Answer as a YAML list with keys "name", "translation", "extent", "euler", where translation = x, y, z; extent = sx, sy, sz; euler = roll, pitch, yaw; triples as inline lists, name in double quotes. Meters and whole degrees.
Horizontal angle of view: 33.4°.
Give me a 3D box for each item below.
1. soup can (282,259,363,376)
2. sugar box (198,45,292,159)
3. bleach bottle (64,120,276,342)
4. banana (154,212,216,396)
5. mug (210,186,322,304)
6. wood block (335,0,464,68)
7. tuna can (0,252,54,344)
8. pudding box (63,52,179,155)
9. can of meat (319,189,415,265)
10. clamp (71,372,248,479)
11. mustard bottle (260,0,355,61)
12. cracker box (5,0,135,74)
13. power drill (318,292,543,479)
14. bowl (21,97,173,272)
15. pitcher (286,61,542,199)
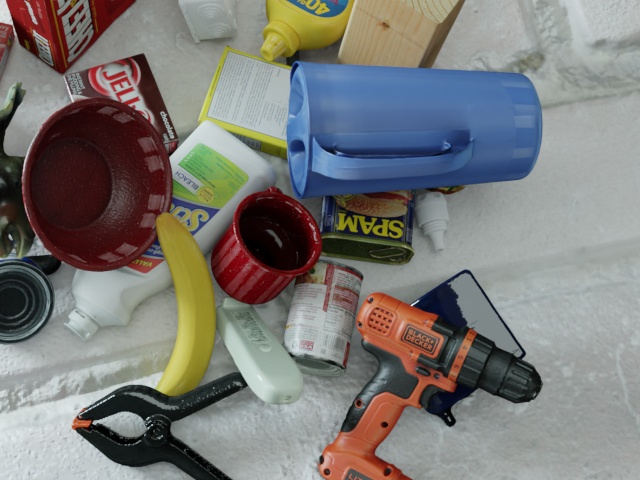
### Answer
- name: "soup can"
  translation: [0.001, 0.078, 1.065]
  extent: [0.068, 0.068, 0.102]
  euler: [12, 71, -3]
- name: "sugar box"
  translation: [-0.033, -0.136, 1.142]
  extent: [0.176, 0.048, 0.093]
  euler: [18, 77, -3]
- name: "bleach bottle"
  translation: [-0.158, 0.001, 1.074]
  extent: [0.102, 0.068, 0.250]
  euler: [37, 73, 5]
- name: "banana"
  translation: [-0.134, 0.073, 1.036]
  extent: [0.069, 0.037, 0.198]
  euler: [4, 96, -27]
- name: "mug"
  translation: [-0.057, 0.001, 1.053]
  extent: [0.093, 0.082, 0.117]
  euler: [16, 55, -21]
- name: "wood block"
  translation: [0.084, -0.225, 1.103]
  extent: [0.091, 0.206, 0.090]
  euler: [33, 71, 3]
- name: "tuna can"
  translation: [-0.301, 0.056, 1.029]
  extent: [0.086, 0.034, 0.086]
  euler: [-5, 103, -25]
- name: "pudding box"
  translation: [-0.209, -0.133, 1.123]
  extent: [0.090, 0.039, 0.113]
  euler: [-20, 76, -14]
- name: "can of meat"
  translation: [0.049, -0.027, 1.113]
  extent: [0.102, 0.057, 0.084]
  euler: [8, 69, -5]
- name: "clamp"
  translation: [-0.147, 0.170, 1.019]
  extent: [0.171, 0.039, 0.120]
  euler: [14, 88, -4]
- name: "mustard bottle"
  translation: [-0.004, -0.262, 1.158]
  extent: [0.096, 0.058, 0.191]
  euler: [32, 64, 13]
- name: "cracker box"
  translation: [-0.229, -0.298, 1.109]
  extent: [0.072, 0.164, 0.213]
  euler: [36, 71, 7]
- name: "power drill"
  translation: [0.094, 0.164, 1.012]
  extent: [0.184, 0.057, 0.188]
  euler: [25, 93, 14]
- name: "bowl"
  translation: [-0.219, -0.052, 1.004]
  extent: [0.161, 0.055, 0.162]
  euler: [-4, 96, -43]
- name: "pitcher"
  translation: [0.091, -0.105, 1.046]
  extent: [0.242, 0.145, 0.149]
  euler: [-2, 69, -10]
